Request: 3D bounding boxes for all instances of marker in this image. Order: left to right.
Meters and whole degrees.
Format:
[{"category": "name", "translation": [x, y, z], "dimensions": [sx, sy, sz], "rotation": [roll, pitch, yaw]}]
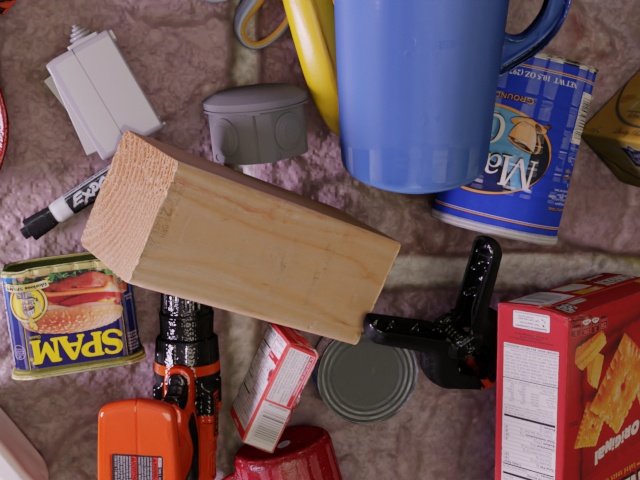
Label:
[{"category": "marker", "translation": [-0.179, -0.038, 0.826], "dimensions": [0.121, 0.020, 0.020], "rotation": [-34, 105, -5]}]

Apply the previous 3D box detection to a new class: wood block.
[{"category": "wood block", "translation": [-0.056, 0.001, 0.784], "dimensions": [0.205, 0.091, 0.090], "rotation": [19, 97, -38]}]

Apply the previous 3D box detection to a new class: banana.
[{"category": "banana", "translation": [-0.003, -0.157, 0.807], "dimensions": [0.037, 0.069, 0.198], "rotation": [-17, 111, 1]}]

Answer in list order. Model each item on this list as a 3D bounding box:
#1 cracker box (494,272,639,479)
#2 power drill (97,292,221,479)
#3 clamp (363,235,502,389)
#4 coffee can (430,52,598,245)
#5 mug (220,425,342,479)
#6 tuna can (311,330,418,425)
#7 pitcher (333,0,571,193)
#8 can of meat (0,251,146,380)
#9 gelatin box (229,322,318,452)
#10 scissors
[{"category": "cracker box", "translation": [0.217, 0.144, 0.876], "dimensions": [0.163, 0.072, 0.214], "rotation": [-10, 103, -45]}, {"category": "power drill", "translation": [-0.111, 0.124, 0.784], "dimensions": [0.057, 0.187, 0.184], "rotation": [0, 100, 6]}, {"category": "clamp", "translation": [0.099, 0.077, 0.851], "dimensions": [0.120, 0.039, 0.171], "rotation": [-25, 137, -3]}, {"category": "coffee can", "translation": [0.152, -0.076, 0.846], "dimensions": [0.102, 0.103, 0.140], "rotation": [11, 97, -14]}, {"category": "mug", "translation": [-0.034, 0.204, 0.863], "dimensions": [0.117, 0.093, 0.081], "rotation": [-15, 98, -8]}, {"category": "tuna can", "translation": [0.036, 0.108, 0.888], "dimensions": [0.086, 0.034, 0.086], "rotation": [-2, 100, -12]}, {"category": "pitcher", "translation": [0.080, -0.160, 0.734], "dimensions": [0.144, 0.149, 0.243], "rotation": [-24, 125, -39]}, {"category": "can of meat", "translation": [-0.190, 0.055, 0.821], "dimensions": [0.102, 0.057, 0.084], "rotation": [-8, 99, -10]}, {"category": "gelatin box", "translation": [-0.038, 0.115, 0.854], "dimensions": [0.030, 0.073, 0.089], "rotation": [25, 93, -16]}, {"category": "scissors", "translation": [-0.030, -0.248, 0.823], "dimensions": [0.096, 0.016, 0.202], "rotation": [22, 94, -15]}]
